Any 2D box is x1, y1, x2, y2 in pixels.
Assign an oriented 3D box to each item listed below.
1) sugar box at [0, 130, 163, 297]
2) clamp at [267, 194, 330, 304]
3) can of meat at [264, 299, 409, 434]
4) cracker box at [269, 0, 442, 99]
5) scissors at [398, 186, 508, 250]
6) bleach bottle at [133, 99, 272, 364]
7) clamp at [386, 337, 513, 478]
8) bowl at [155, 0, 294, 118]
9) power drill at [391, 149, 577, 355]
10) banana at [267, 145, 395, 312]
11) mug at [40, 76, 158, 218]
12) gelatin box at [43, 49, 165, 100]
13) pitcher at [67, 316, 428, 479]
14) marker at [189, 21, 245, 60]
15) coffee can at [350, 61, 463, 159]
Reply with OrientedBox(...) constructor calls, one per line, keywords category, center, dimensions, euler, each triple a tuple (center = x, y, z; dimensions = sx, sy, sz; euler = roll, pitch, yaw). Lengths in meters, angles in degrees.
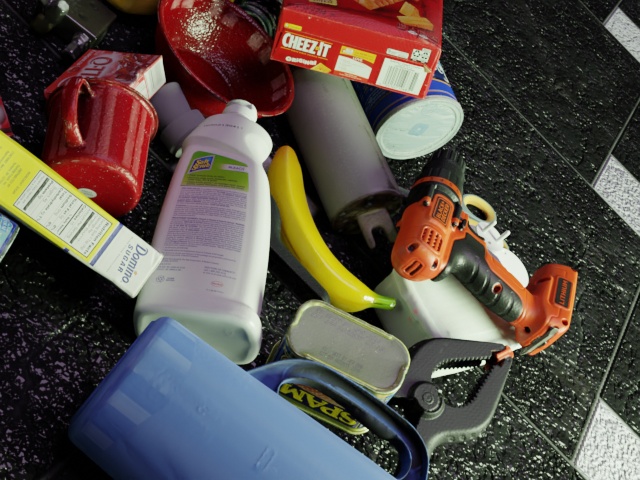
OrientedBox(category="sugar box", center=(-0.203, -0.031, 0.769), dimensions=(0.176, 0.048, 0.093), euler=(37, -7, -31))
OrientedBox(category="clamp", center=(-0.056, 0.001, 0.948), dimensions=(0.120, 0.039, 0.171), euler=(12, 51, -30))
OrientedBox(category="can of meat", center=(0.012, 0.099, 0.841), dimensions=(0.102, 0.084, 0.057), euler=(26, 57, -1))
OrientedBox(category="cracker box", center=(0.043, -0.253, 1.116), dimensions=(0.164, 0.072, 0.213), euler=(14, 44, -5))
OrientedBox(category="scissors", center=(0.132, -0.046, 1.192), dimensions=(0.201, 0.016, 0.096), euler=(34, 37, -15))
OrientedBox(category="bleach bottle", center=(-0.080, -0.021, 0.887), dimensions=(0.102, 0.068, 0.250), euler=(8, 51, 2))
OrientedBox(category="clamp", center=(0.086, 0.151, 0.907), dimensions=(0.209, 0.036, 0.164), euler=(-18, 72, -26))
OrientedBox(category="bowl", center=(-0.104, -0.170, 1.042), dimensions=(0.162, 0.055, 0.162), euler=(30, 37, -26))
OrientedBox(category="power drill", center=(0.160, 0.010, 1.033), dimensions=(0.187, 0.057, 0.184), euler=(35, 42, -9))
OrientedBox(category="banana", center=(-0.009, -0.004, 1.001), dimensions=(0.069, 0.037, 0.198), euler=(-14, 64, -44))
OrientedBox(category="mug", center=(-0.182, -0.077, 0.848), dimensions=(0.093, 0.117, 0.081), euler=(-2, 53, 4))
OrientedBox(category="gelatin box", center=(-0.186, -0.135, 0.927), dimensions=(0.073, 0.030, 0.089), euler=(7, 35, 16))
OrientedBox(category="pitcher", center=(-0.044, 0.158, 0.746), dimensions=(0.243, 0.145, 0.149), euler=(39, 19, -4))
OrientedBox(category="marker", center=(-0.083, -0.194, 1.119), dimensions=(0.121, 0.020, 0.020), euler=(25, 42, -25))
OrientedBox(category="coffee can", center=(0.088, -0.177, 1.198), dimensions=(0.102, 0.103, 0.140), euler=(8, 51, -39))
